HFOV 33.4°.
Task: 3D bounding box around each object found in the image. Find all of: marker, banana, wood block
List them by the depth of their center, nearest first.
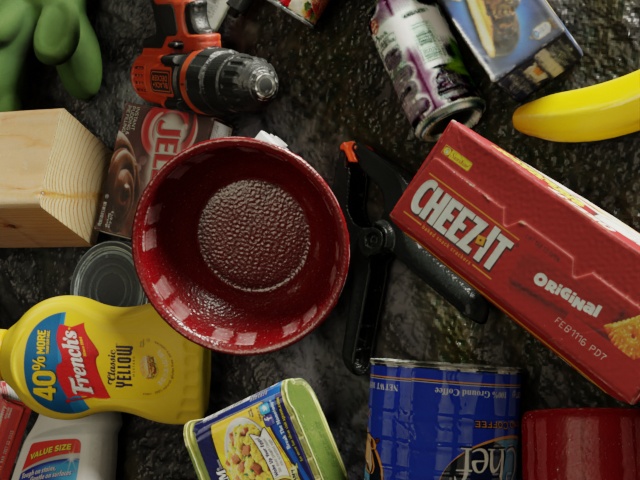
[{"bbox_3d":[0.222,-0.111,0.702,0.198,0.037,0.070,-34,52,19],"label":"banana"},{"bbox_3d":[-0.037,-0.230,0.857,0.020,0.020,0.121,39,97,26],"label":"marker"},{"bbox_3d":[-0.294,-0.049,0.913,0.206,0.090,0.090,0,68,21],"label":"wood block"}]

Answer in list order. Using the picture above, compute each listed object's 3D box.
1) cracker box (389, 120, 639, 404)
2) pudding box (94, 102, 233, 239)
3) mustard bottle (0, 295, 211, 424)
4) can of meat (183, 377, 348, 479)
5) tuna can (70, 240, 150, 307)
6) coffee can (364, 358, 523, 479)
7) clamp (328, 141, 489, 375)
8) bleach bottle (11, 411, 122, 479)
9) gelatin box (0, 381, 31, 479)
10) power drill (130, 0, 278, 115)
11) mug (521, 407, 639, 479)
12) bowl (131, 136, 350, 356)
[{"bbox_3d":[0.154,0.021,0.619,0.164,0.213,0.072,39,102,26],"label":"cracker box"},{"bbox_3d":[-0.129,-0.052,0.878,0.090,0.039,0.113,13,90,28],"label":"pudding box"},{"bbox_3d":[-0.183,0.092,0.834,0.191,0.058,0.096,2,97,1],"label":"mustard bottle"},{"bbox_3d":[-0.035,0.155,0.737,0.084,0.057,0.102,-28,76,16],"label":"can of meat"},{"bbox_3d":[-0.167,0.043,0.890,0.086,0.033,0.086,-4,82,28],"label":"tuna can"},{"bbox_3d":[0.079,0.151,0.706,0.103,0.102,0.140,1,84,28],"label":"coffee can"},{"bbox_3d":[0.057,0.004,0.771,0.120,0.039,0.171,-16,77,27],"label":"clamp"},{"bbox_3d":[-0.219,0.211,0.883,0.103,0.068,0.251,4,83,28],"label":"bleach bottle"},{"bbox_3d":[-0.272,0.157,0.908,0.073,0.030,0.089,-70,21,4],"label":"gelatin box"},{"bbox_3d":[-0.096,-0.189,0.811,0.185,0.057,0.188,14,110,52],"label":"power drill"},{"bbox_3d":[0.180,0.147,0.669,0.117,0.093,0.081,1,78,-3],"label":"mug"},{"bbox_3d":[-0.055,0.001,0.792,0.162,0.055,0.162,2,102,9],"label":"bowl"}]
